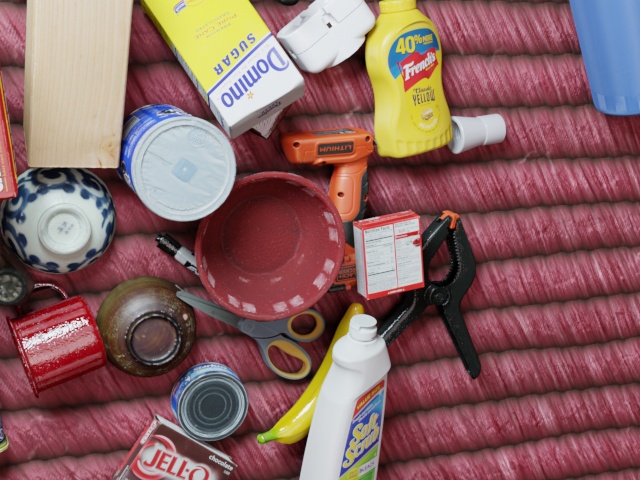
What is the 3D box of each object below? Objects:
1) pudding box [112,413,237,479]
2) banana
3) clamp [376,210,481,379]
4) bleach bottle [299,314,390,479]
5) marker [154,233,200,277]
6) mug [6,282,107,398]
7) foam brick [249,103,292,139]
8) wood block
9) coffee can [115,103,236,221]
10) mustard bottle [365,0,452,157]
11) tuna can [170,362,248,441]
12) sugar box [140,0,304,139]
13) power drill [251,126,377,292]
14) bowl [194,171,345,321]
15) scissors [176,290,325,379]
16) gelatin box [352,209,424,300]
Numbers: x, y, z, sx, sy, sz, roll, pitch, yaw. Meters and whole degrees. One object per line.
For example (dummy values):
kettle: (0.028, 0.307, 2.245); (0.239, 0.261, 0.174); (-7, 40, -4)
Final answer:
pudding box: (-0.167, 0.265, 1.225); (0.113, 0.039, 0.090); (34, 89, -23)
banana: (0.003, 0.166, 1.251); (0.198, 0.037, 0.069); (-56, 155, -6)
clamp: (0.145, 0.071, 1.289); (0.164, 0.036, 0.210); (15, 97, -21)
bleach bottle: (0.029, 0.204, 1.228); (0.102, 0.068, 0.251); (-17, 123, -42)
marker: (-0.131, 0.031, 1.176); (0.121, 0.020, 0.020); (36, 89, -5)
mug: (-0.281, 0.098, 1.128); (0.081, 0.093, 0.117); (-21, 72, -19)
foam brick: (-0.079, -0.153, 1.151); (0.078, 0.053, 0.051); (34, 90, -24)
wood block: (-0.237, -0.181, 1.033); (0.090, 0.090, 0.206); (-1, 125, -19)
coffee can: (-0.153, -0.083, 1.094); (0.102, 0.140, 0.103); (-4, 104, -18)
mustard bottle: (0.096, -0.195, 1.197); (0.096, 0.058, 0.191); (-19, 107, -33)
tuna can: (-0.127, 0.185, 1.223); (0.086, 0.034, 0.086); (-4, 104, -18)
sugar box: (-0.101, -0.201, 1.093); (0.093, 0.048, 0.176); (-33, 77, -10)
power drill: (-0.004, -0.030, 1.205); (0.184, 0.057, 0.188); (-9, 108, -21)
bowl: (-0.057, 0.001, 1.136); (0.162, 0.055, 0.162); (-4, 105, -14)
scissors: (-0.068, 0.085, 1.215); (0.096, 0.016, 0.201); (-50, 122, -10)
gelatin box: (0.076, 0.016, 1.203); (0.073, 0.030, 0.089); (-12, 109, -20)
